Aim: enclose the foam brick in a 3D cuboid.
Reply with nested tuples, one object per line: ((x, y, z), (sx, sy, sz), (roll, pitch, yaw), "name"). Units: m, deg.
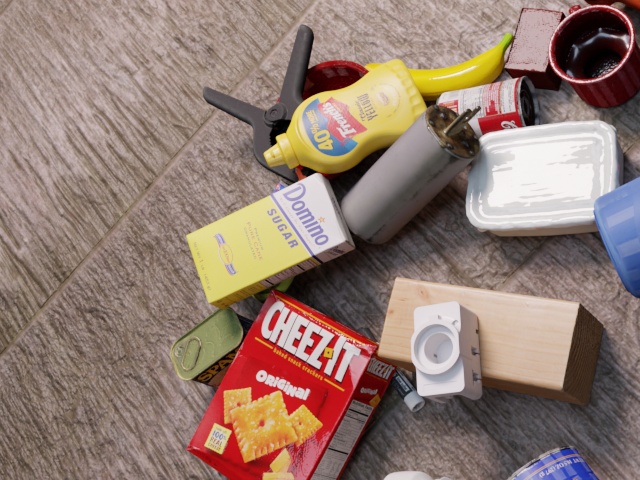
((0.251, -0.218, 1.217), (0.051, 0.053, 0.078), (11, 79, 33), "foam brick")

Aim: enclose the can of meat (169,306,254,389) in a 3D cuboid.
((-0.116, 0.133, 1.287), (0.102, 0.083, 0.057), (-37, 58, 14), "can of meat")

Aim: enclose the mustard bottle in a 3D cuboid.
((0.025, -0.131, 1.234), (0.191, 0.058, 0.096), (-24, 72, 1), "mustard bottle")

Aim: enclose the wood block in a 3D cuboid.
((0.177, 0.105, 1.119), (0.206, 0.090, 0.090), (7, 76, 32), "wood block")

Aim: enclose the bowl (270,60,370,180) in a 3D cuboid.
((0.017, -0.140, 1.326), (0.162, 0.055, 0.162), (-11, 67, 27), "bowl")

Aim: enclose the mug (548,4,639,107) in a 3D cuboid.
((0.301, -0.205, 1.165), (0.093, 0.081, 0.117), (-30, 60, 18), "mug")

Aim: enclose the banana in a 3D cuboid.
((0.139, -0.199, 1.290), (0.198, 0.037, 0.069), (-6, 51, 28), "banana")

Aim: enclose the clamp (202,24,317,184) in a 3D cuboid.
((-0.044, -0.159, 1.312), (0.165, 0.036, 0.210), (-37, 61, 13), "clamp")

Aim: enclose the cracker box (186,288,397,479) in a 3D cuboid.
((-0.033, 0.185, 1.204), (0.164, 0.072, 0.213), (27, 88, 35), "cracker box")

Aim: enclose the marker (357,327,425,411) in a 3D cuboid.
((0.077, 0.143, 1.207), (0.020, 0.020, 0.121), (-44, 56, 9), "marker")

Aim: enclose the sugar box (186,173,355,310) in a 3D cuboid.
((-0.058, 0.001, 1.224), (0.176, 0.048, 0.093), (-27, 69, 13), "sugar box")

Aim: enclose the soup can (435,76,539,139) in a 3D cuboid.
((0.190, -0.145, 1.217), (0.102, 0.068, 0.068), (-7, 69, 29), "soup can")
